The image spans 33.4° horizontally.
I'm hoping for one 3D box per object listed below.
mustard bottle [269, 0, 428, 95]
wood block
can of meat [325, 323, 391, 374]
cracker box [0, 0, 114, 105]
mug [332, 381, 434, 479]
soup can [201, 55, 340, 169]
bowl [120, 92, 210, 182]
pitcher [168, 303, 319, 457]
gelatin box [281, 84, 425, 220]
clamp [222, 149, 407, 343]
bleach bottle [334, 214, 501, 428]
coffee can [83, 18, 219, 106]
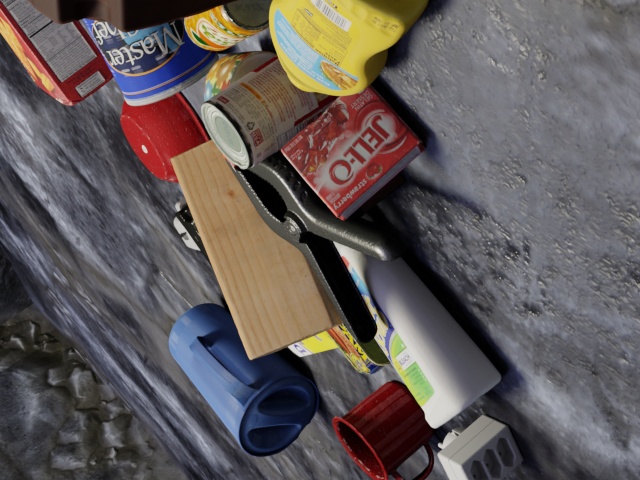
[{"bbox_3d":[0.009,-0.156,0.783,0.096,0.058,0.192,40,160,0],"label":"mustard bottle"},{"bbox_3d":[-0.057,0.002,1.033,0.090,0.090,0.206,8,-120,-80],"label":"wood block"},{"bbox_3d":[0.043,0.087,1.109,0.102,0.057,0.084,52,163,8],"label":"can of meat"},{"bbox_3d":[-0.334,-0.260,1.188,0.213,0.072,0.164,56,168,-29],"label":"cracker box"},{"bbox_3d":[0.082,0.222,1.206,0.117,0.081,0.093,49,160,13],"label":"mug"},{"bbox_3d":[-0.041,-0.114,0.901,0.068,0.102,0.068,45,159,23],"label":"soup can"},{"bbox_3d":[-0.193,-0.126,1.290,0.162,0.055,0.162,45,159,22],"label":"bowl"},{"bbox_3d":[-0.126,0.188,1.545,0.243,0.144,0.149,38,135,43],"label":"pitcher"},{"bbox_3d":[0.026,-0.072,0.841,0.073,0.089,0.030,50,-174,14],"label":"gelatin box"},{"bbox_3d":[-0.007,-0.019,0.919,0.210,0.036,0.165,49,154,13],"label":"clamp"},{"bbox_3d":[0.063,0.053,1.006,0.251,0.068,0.103,53,162,11],"label":"bleach bottle"},{"bbox_3d":[-0.174,-0.216,1.031,0.103,0.102,0.140,21,142,57],"label":"coffee can"}]
